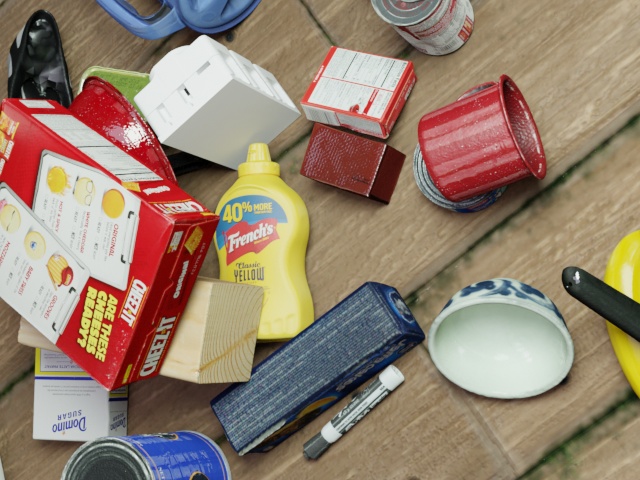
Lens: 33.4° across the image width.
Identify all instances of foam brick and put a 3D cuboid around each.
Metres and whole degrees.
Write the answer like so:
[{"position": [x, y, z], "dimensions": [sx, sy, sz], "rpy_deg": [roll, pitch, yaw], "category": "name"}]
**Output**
[{"position": [0.030, -0.072, 1.002], "dimensions": [0.078, 0.051, 0.053], "rpy_deg": [21, 93, 25], "category": "foam brick"}]

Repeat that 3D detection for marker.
[{"position": [0.028, 0.161, 0.990], "dimensions": [0.121, 0.020, 0.020], "rpy_deg": [-44, 69, 13], "category": "marker"}]

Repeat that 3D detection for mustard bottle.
[{"position": [-0.057, 0.001, 1.027], "dimensions": [0.096, 0.058, 0.191], "rpy_deg": [-7, 80, 28], "category": "mustard bottle"}]

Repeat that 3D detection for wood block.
[{"position": [-0.168, 0.070, 0.991], "dimensions": [0.206, 0.090, 0.090], "rpy_deg": [8, 89, 28], "category": "wood block"}]

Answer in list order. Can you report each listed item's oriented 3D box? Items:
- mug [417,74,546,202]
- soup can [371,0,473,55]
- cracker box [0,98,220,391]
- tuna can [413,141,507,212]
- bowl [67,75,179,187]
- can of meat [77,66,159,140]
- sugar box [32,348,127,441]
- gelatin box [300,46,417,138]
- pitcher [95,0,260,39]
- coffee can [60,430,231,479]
[{"position": [0.135, -0.091, 0.907], "dimensions": [0.082, 0.093, 0.117], "rpy_deg": [-21, 44, 25], "category": "mug"}, {"position": [0.094, -0.212, 0.964], "dimensions": [0.069, 0.102, 0.068], "rpy_deg": [-3, 82, 23], "category": "soup can"}, {"position": [-0.203, -0.002, 0.912], "dimensions": [0.214, 0.072, 0.164], "rpy_deg": [34, 113, 25], "category": "cracker box"}, {"position": [0.130, -0.069, 0.967], "dimensions": [0.086, 0.033, 0.086], "rpy_deg": [-3, 82, 23], "category": "tuna can"}, {"position": [-0.198, -0.070, 1.001], "dimensions": [0.055, 0.162, 0.162], "rpy_deg": [-34, 66, -24], "category": "bowl"}, {"position": [-0.184, -0.139, 1.087], "dimensions": [0.102, 0.083, 0.057], "rpy_deg": [11, 88, 24], "category": "can of meat"}, {"position": [-0.246, 0.117, 1.103], "dimensions": [0.093, 0.048, 0.176], "rpy_deg": [-1, 86, 22], "category": "sugar box"}, {"position": [0.037, -0.140, 1.007], "dimensions": [0.089, 0.030, 0.073], "rpy_deg": [16, 65, 24], "category": "gelatin box"}, {"position": [-0.174, -0.315, 1.081], "dimensions": [0.243, 0.148, 0.145], "rpy_deg": [38, 128, 27], "category": "pitcher"}, {"position": [-0.160, 0.232, 0.997], "dimensions": [0.103, 0.140, 0.103], "rpy_deg": [-3, 82, 23], "category": "coffee can"}]
